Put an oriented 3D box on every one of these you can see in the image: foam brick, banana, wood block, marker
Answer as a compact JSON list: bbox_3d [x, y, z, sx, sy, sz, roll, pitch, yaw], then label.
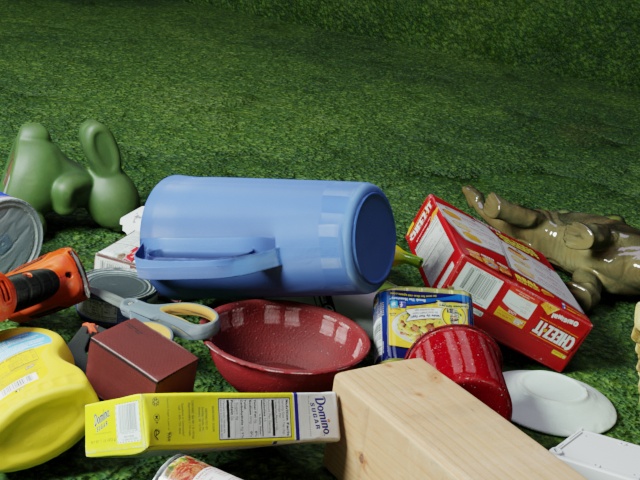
[{"bbox_3d":[-0.148,0.109,0.885,0.078,0.051,0.052,28,31,27],"label":"foam brick"},{"bbox_3d":[0.063,0.021,1.225,0.069,0.037,0.198,32,-5,-5],"label":"banana"},{"bbox_3d":[0.096,0.178,0.807,0.090,0.091,0.206,-6,23,-32],"label":"wood block"},{"bbox_3d":[0.011,0.084,1.075,0.020,0.020,0.121,-1,48,-20],"label":"marker"}]

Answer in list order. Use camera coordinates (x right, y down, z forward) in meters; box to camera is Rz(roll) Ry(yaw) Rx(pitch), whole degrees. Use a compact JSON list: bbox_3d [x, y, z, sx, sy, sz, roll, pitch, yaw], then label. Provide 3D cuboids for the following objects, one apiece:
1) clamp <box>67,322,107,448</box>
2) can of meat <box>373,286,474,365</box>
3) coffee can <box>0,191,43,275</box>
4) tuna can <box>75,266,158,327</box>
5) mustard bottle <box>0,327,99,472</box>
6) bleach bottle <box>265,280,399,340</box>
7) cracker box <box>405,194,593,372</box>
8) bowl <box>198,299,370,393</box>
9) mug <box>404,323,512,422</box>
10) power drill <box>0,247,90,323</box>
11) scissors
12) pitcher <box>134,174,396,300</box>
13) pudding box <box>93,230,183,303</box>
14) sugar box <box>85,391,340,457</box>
[{"bbox_3d":[-0.174,0.125,0.943,0.120,0.039,0.171,6,25,-21],"label":"clamp"},{"bbox_3d":[0.100,0.093,1.032,0.102,0.057,0.084,4,62,-7],"label":"can of meat"},{"bbox_3d":[-0.387,-0.015,1.165,0.140,0.103,0.102,21,24,35],"label":"coffee can"},{"bbox_3d":[-0.213,0.059,1.118,0.086,0.034,0.086,6,20,-2],"label":"tuna can"},{"bbox_3d":[-0.249,0.117,0.885,0.096,0.058,0.192,-31,26,-14],"label":"mustard bottle"},{"bbox_3d":[0.038,0.066,1.142,0.251,0.068,0.102,24,21,35],"label":"bleach bottle"},{"bbox_3d":[0.189,0.042,1.180,0.164,0.072,0.213,27,15,-12],"label":"cracker box"},{"bbox_3d":[-0.036,0.111,1.002,0.162,0.055,0.162,6,19,-2],"label":"bowl"},{"bbox_3d":[0.112,0.138,0.947,0.117,0.093,0.081,-23,23,8],"label":"mug"},{"bbox_3d":[-0.315,0.063,0.979,0.185,0.057,0.187,-19,2,23],"label":"power drill"},{"bbox_3d":[-0.185,0.073,1.000,0.202,0.016,0.096,7,28,33],"label":"scissors"},{"bbox_3d":[-0.057,0.001,1.068,0.243,0.149,0.145,0,-29,30],"label":"pitcher"},{"bbox_3d":[-0.186,0.029,1.207,0.114,0.039,0.090,15,22,17],"label":"pudding box"},{"bbox_3d":[-0.081,0.140,0.823,0.175,0.048,0.094,3,-13,-38],"label":"sugar box"}]
